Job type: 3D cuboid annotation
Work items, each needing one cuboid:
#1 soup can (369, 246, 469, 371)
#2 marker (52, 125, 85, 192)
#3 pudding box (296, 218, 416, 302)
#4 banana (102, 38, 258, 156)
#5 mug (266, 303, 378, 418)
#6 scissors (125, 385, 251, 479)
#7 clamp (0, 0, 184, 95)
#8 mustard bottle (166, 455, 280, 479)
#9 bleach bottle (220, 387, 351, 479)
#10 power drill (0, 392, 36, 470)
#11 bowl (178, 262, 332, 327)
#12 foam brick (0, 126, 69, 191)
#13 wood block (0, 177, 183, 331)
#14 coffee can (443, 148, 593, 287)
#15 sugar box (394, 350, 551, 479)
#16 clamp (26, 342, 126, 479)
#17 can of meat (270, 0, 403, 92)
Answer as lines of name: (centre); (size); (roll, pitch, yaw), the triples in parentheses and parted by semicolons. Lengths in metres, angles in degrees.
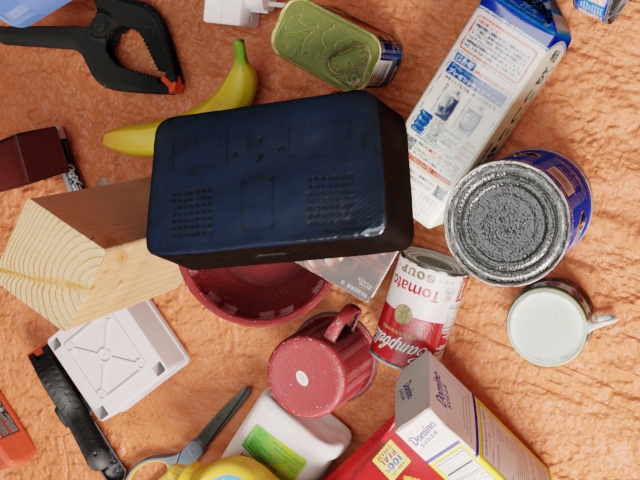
soup can: (0.092, 0.065, 0.993); (0.068, 0.068, 0.102); (21, 105, 17)
marker: (-0.264, -0.063, 1.139); (0.020, 0.020, 0.121); (-20, 91, 23)
pudding box: (0.018, -0.009, 0.980); (0.113, 0.039, 0.090); (29, 94, 3)
banana: (-0.129, -0.125, 1.062); (0.198, 0.037, 0.069); (-30, 103, 26)
mug: (0.005, 0.113, 1.026); (0.093, 0.081, 0.117); (34, 109, 13)
scissors: (-0.126, 0.240, 1.134); (0.202, 0.016, 0.096); (-34, 87, 22)
clamp: (-0.228, -0.211, 1.089); (0.165, 0.036, 0.210); (-45, 83, 13)
mustard bottle: (-0.069, 0.260, 1.017); (0.192, 0.058, 0.096); (21, 107, 27)
bleach bottle: (-0.071, 0.271, 1.093); (0.103, 0.068, 0.251); (36, 111, 16)
power drill: (-0.415, 0.268, 1.229); (0.188, 0.057, 0.184); (-38, 84, 22)
bowl: (-0.057, 0.001, 1.035); (0.162, 0.055, 0.162); (0, 92, 5)
foam brick: (-0.312, -0.085, 1.123); (0.078, 0.052, 0.051); (-11, 97, 45)
wood block: (-0.201, 0.007, 1.024); (0.091, 0.205, 0.090); (34, 109, 13)
coffee can: (0.171, -0.023, 0.908); (0.103, 0.140, 0.103); (3, 100, 21)
sugar box: (0.138, 0.188, 0.948); (0.176, 0.093, 0.048); (43, 113, -14)
clamp: (-0.261, 0.190, 1.151); (0.039, 0.120, 0.171); (-27, 64, -16)
can of meat: (0.018, -0.177, 0.975); (0.102, 0.083, 0.057); (30, 108, 15)
